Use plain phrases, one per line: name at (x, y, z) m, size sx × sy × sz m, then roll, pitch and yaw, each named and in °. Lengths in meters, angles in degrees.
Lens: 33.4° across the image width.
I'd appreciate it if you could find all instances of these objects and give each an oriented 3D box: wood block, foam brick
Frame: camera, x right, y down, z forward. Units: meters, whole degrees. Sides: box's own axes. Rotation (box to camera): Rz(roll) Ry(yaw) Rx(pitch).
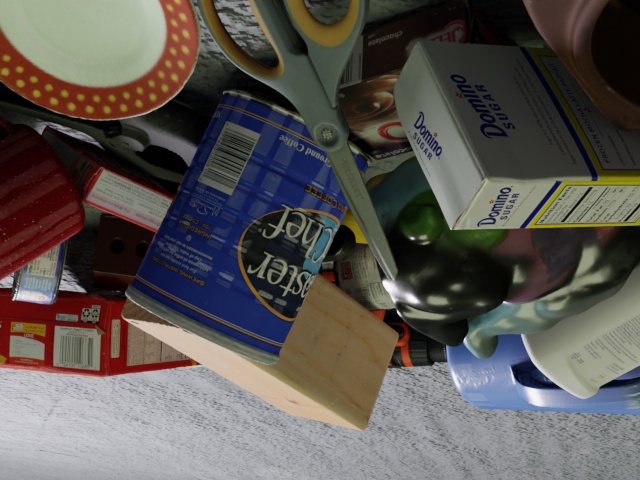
wood block at (-0.040, 0.065, 0.825) m, size 0.091 × 0.090 × 0.205 m, roll 5°, pitch 156°, yaw 41°
foam brick at (-0.153, 0.015, 0.915) m, size 0.078 × 0.053 × 0.051 m, roll 7°, pitch 160°, yaw -9°

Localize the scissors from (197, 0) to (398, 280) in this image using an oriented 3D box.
scissors at (0.015, -0.072, 0.552) m, size 0.096 × 0.016 × 0.201 m, roll -29°, pitch 109°, yaw 30°

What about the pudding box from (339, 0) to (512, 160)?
pudding box at (0.056, -0.088, 0.610) m, size 0.114 × 0.039 × 0.089 m, roll -10°, pitch 155°, yaw 34°

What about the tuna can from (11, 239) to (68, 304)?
tuna can at (-0.227, 0.009, 0.867) m, size 0.033 × 0.086 × 0.086 m, roll 9°, pitch 159°, yaw -18°

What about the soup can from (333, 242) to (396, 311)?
soup can at (0.070, 0.020, 0.858) m, size 0.102 × 0.068 × 0.068 m, roll -11°, pitch 155°, yaw 36°

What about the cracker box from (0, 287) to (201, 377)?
cracker box at (-0.211, 0.081, 0.995) m, size 0.164 × 0.072 × 0.213 m, roll 2°, pitch 178°, yaw 21°

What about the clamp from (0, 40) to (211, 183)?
clamp at (-0.118, -0.080, 0.671) m, size 0.171 × 0.039 × 0.120 m, roll 23°, pitch 160°, yaw -38°

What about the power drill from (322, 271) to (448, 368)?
power drill at (0.056, 0.084, 1.049) m, size 0.185 × 0.057 × 0.187 m, roll -4°, pitch 158°, yaw 22°

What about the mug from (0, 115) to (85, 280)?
mug at (-0.208, -0.032, 0.675) m, size 0.093 × 0.081 × 0.117 m, roll 21°, pitch 138°, yaw 49°

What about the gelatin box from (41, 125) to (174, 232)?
gelatin box at (-0.146, -0.041, 0.740) m, size 0.073 × 0.030 × 0.089 m, roll 34°, pitch -174°, yaw 38°

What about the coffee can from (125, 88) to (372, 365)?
coffee can at (-0.044, -0.008, 0.659) m, size 0.103 × 0.140 × 0.103 m, roll 25°, pitch 178°, yaw 1°

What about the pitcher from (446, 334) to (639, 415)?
pitcher at (0.230, 0.096, 0.935) m, size 0.243 × 0.145 × 0.149 m, roll -10°, pitch 151°, yaw 41°

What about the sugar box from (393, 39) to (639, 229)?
sugar box at (0.131, -0.053, 0.547) m, size 0.176 × 0.093 × 0.048 m, roll -3°, pitch 143°, yaw -24°
